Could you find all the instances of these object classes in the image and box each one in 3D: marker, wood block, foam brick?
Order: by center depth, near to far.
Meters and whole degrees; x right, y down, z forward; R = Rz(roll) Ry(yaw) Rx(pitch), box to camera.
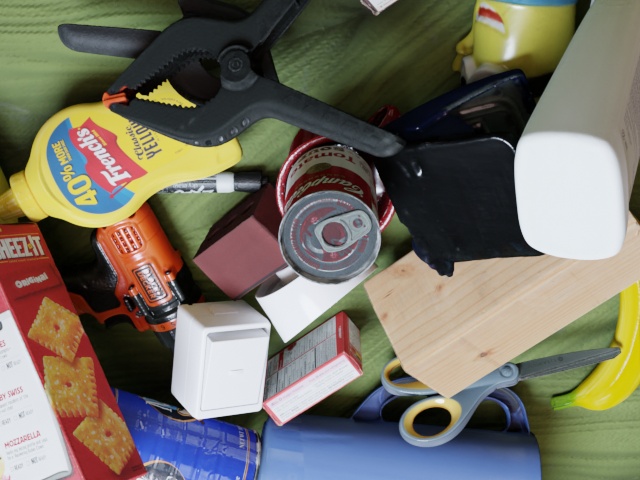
[{"bbox_3d":[0.152,0.027,0.847,0.206,0.090,0.090,-35,144,14],"label":"wood block"},{"bbox_3d":[-0.056,0.001,0.866,0.051,0.053,0.078,44,126,-17],"label":"foam brick"},{"bbox_3d":[-0.103,-0.048,0.876,0.121,0.020,0.020,0,113,1],"label":"marker"}]

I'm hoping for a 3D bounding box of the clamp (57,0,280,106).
[{"bbox_3d":[-0.106,-0.146,0.786,0.120,0.039,0.171,-45,83,2],"label":"clamp"}]

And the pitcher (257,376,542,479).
[{"bbox_3d":[0.066,0.208,0.932,0.243,0.149,0.145,8,128,1],"label":"pitcher"}]

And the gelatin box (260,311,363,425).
[{"bbox_3d":[-0.007,0.109,0.911,0.089,0.073,0.030,-35,109,14],"label":"gelatin box"}]

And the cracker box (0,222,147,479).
[{"bbox_3d":[-0.244,0.117,0.810,0.164,0.072,0.214,-33,76,28],"label":"cracker box"}]

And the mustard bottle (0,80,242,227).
[{"bbox_3d":[-0.164,-0.065,0.828,0.191,0.058,0.096,-26,95,0],"label":"mustard bottle"}]

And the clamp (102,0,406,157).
[{"bbox_3d":[-0.050,-0.129,0.740,0.210,0.036,0.164,-6,82,13],"label":"clamp"}]

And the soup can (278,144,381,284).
[{"bbox_3d":[0.007,-0.021,0.749,0.068,0.102,0.068,1,113,1],"label":"soup can"}]

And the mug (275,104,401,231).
[{"bbox_3d":[0.021,-0.060,0.834,0.093,0.081,0.117,35,109,-13],"label":"mug"}]

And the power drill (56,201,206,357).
[{"bbox_3d":[-0.189,0.071,0.910,0.188,0.057,0.184,-22,111,8],"label":"power drill"}]

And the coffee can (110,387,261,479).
[{"bbox_3d":[-0.133,0.188,0.890,0.140,0.103,0.103,20,112,-16],"label":"coffee can"}]

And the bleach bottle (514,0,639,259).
[{"bbox_3d":[0.199,-0.105,0.733,0.068,0.250,0.102,7,133,25],"label":"bleach bottle"}]

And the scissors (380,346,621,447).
[{"bbox_3d":[0.149,0.129,0.894,0.202,0.096,0.016,0,146,13],"label":"scissors"}]
